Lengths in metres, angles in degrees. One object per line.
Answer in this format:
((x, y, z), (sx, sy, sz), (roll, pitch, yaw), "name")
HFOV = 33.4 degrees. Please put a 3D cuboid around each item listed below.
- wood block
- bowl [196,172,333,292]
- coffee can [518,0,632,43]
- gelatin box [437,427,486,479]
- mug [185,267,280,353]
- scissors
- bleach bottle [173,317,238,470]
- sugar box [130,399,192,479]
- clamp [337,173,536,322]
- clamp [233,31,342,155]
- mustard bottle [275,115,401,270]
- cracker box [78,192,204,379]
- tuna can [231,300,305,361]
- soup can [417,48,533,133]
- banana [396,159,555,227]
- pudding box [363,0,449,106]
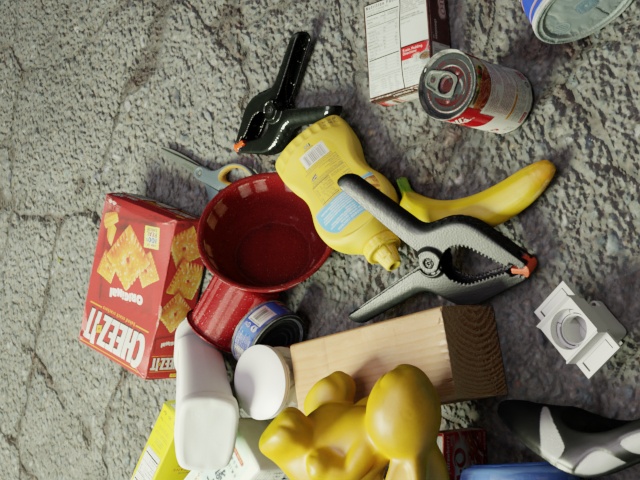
((0.076, 0.131, 1.095), (0.207, 0.090, 0.091), (-18, 75, 41), "wood block")
((-0.058, 0.002, 1.225), (0.162, 0.055, 0.162), (-3, 57, 5), "bowl")
((0.216, -0.269, 0.987), (0.103, 0.102, 0.140), (-39, 61, 34), "coffee can")
((0.132, 0.230, 1.043), (0.030, 0.073, 0.089), (-6, 82, 42), "gelatin box")
((-0.102, 0.073, 1.281), (0.081, 0.093, 0.117), (-60, 15, 16), "mug")
((-0.150, -0.067, 1.379), (0.202, 0.016, 0.096), (11, 94, 44), "scissors")
((-0.142, 0.156, 1.256), (0.251, 0.068, 0.103), (-110, 24, -62), "bleach bottle")
((-0.179, 0.279, 1.324), (0.048, 0.093, 0.176), (37, 112, 39), "sugar box")
((0.109, 0.008, 1.068), (0.210, 0.036, 0.164), (-1, 111, 29), "clamp")
((-0.041, -0.149, 1.267), (0.172, 0.039, 0.120), (-52, 50, 35), "clamp")
((0.032, -0.043, 1.170), (0.096, 0.058, 0.192), (-38, 60, 9), "mustard bottle")
((-0.236, 0.057, 1.412), (0.164, 0.071, 0.214), (21, 101, 43), "cracker box")
((-0.059, 0.114, 1.228), (0.034, 0.085, 0.086), (35, 110, 38), "tuna can")
((0.152, -0.143, 1.037), (0.069, 0.102, 0.068), (-5, 83, 43), "soup can")
((0.148, -0.039, 1.077), (0.198, 0.037, 0.069), (-3, 86, 44), "banana")
((0.093, -0.209, 1.145), (0.090, 0.039, 0.113), (-11, 77, 43), "pudding box")
